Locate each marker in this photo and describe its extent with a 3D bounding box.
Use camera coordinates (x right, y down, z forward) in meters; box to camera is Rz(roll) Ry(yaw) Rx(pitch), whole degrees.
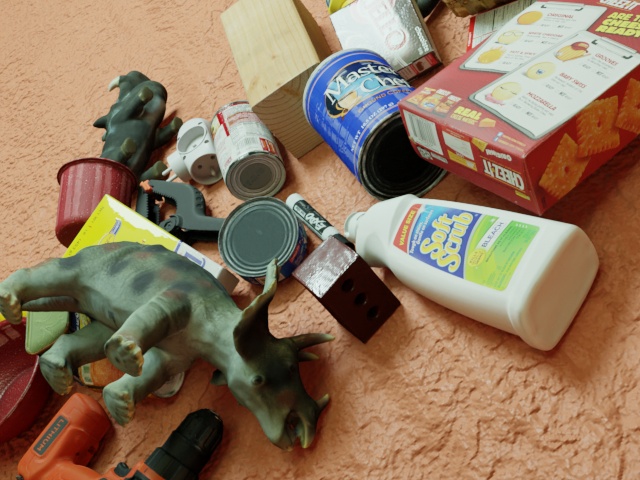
[{"bbox_3d":[0.000,-0.014,1.071,0.020,0.020,0.121,-45,40,-2],"label":"marker"}]

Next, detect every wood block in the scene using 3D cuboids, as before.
[{"bbox_3d":[-0.038,-0.202,1.210,0.090,0.090,0.206,-33,41,12],"label":"wood block"}]

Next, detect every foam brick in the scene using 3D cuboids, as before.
[{"bbox_3d":[0.024,0.043,0.956,0.053,0.078,0.051,-47,38,-4],"label":"foam brick"}]

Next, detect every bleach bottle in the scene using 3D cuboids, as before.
[{"bbox_3d":[0.109,0.015,0.923,0.251,0.068,0.102,15,64,48],"label":"bleach bottle"}]

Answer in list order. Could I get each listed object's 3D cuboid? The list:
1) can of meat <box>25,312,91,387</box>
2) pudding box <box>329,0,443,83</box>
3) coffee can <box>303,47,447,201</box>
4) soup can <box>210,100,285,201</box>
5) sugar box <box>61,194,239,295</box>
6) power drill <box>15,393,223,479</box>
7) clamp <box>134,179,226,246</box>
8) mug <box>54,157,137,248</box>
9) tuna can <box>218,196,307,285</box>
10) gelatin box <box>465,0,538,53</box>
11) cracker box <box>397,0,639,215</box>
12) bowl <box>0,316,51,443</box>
[{"bbox_3d":[-0.265,0.096,1.143,0.057,0.083,0.102,-31,42,15],"label":"can of meat"},{"bbox_3d":[0.070,-0.217,1.149,0.090,0.039,0.113,-29,64,17],"label":"pudding box"},{"bbox_3d":[0.055,-0.115,1.048,0.103,0.102,0.140,-40,40,4],"label":"coffee can"},{"bbox_3d":[-0.080,-0.098,1.172,0.068,0.068,0.102,-33,41,12],"label":"soup can"},{"bbox_3d":[-0.179,0.032,1.102,0.176,0.048,0.093,29,83,30],"label":"sugar box"},{"bbox_3d":[-0.193,0.212,1.004,0.188,0.057,0.184,21,67,48],"label":"power drill"},{"bbox_3d":[-0.163,0.002,1.178,0.164,0.036,0.210,-45,43,-3],"label":"clamp"},{"bbox_3d":[-0.258,-0.030,1.230,0.093,0.117,0.081,-2,59,1],"label":"mug"},{"bbox_3d":[-0.057,0.001,1.071,0.086,0.033,0.086,-7,67,17],"label":"tuna can"},{"bbox_3d":[0.192,-0.204,1.070,0.089,0.030,0.073,-15,46,30],"label":"gelatin box"},{"bbox_3d":[0.202,-0.129,0.928,0.213,0.072,0.164,-37,38,-18],"label":"cracker box"},{"bbox_3d":[-0.347,0.165,1.171,0.162,0.055,0.162,-24,44,25],"label":"bowl"}]
